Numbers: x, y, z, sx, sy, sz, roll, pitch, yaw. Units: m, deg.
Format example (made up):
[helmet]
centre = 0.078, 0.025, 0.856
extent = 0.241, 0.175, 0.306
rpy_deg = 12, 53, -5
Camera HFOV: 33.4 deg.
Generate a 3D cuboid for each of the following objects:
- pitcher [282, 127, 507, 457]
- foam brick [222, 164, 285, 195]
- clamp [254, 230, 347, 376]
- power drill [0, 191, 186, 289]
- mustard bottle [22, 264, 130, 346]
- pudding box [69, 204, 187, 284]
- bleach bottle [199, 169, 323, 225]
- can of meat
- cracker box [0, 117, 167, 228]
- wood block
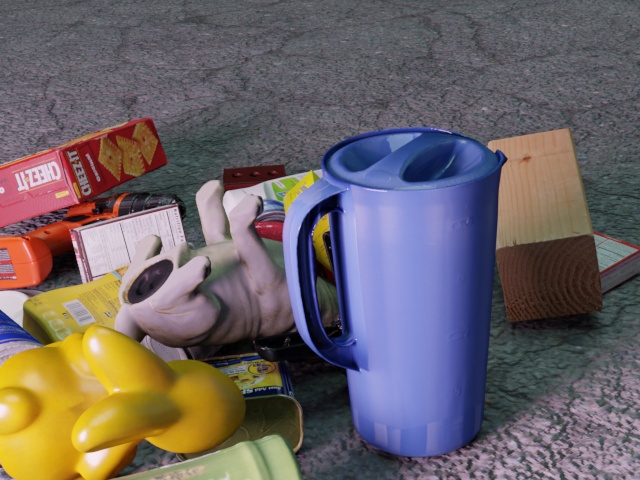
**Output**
[pitcher]
centre = 0.063, 0.044, 0.824
extent = 0.149, 0.243, 0.144
rpy_deg = 3, 25, 15
[foam brick]
centre = -0.078, -0.058, 1.304
extent = 0.078, 0.051, 0.053
rpy_deg = -4, 25, -2
[clamp]
centre = 0.030, 0.064, 0.909
extent = 0.171, 0.120, 0.039
rpy_deg = 22, 11, -44
[power drill]
centre = -0.261, -0.005, 1.160
extent = 0.185, 0.057, 0.187
rpy_deg = -7, 13, 41
[mustard bottle]
centre = -0.180, 0.067, 1.025
extent = 0.191, 0.058, 0.096
rpy_deg = -22, 50, -36
[pudding box]
centre = -0.190, 0.018, 1.096
extent = 0.113, 0.090, 0.039
rpy_deg = -16, 5, -26
[bleach bottle]
centre = -0.018, -0.043, 1.215
extent = 0.250, 0.068, 0.103
rpy_deg = -8, 25, -25
[can of meat]
centre = -0.069, 0.135, 0.870
extent = 0.102, 0.057, 0.084
rpy_deg = -5, 22, -6
[cracker box]
centre = -0.305, -0.079, 1.265
extent = 0.164, 0.072, 0.213
rpy_deg = -16, 9, 24
[wood block]
centre = 0.221, -0.020, 1.064
extent = 0.091, 0.090, 0.206
rpy_deg = -9, 32, 13
